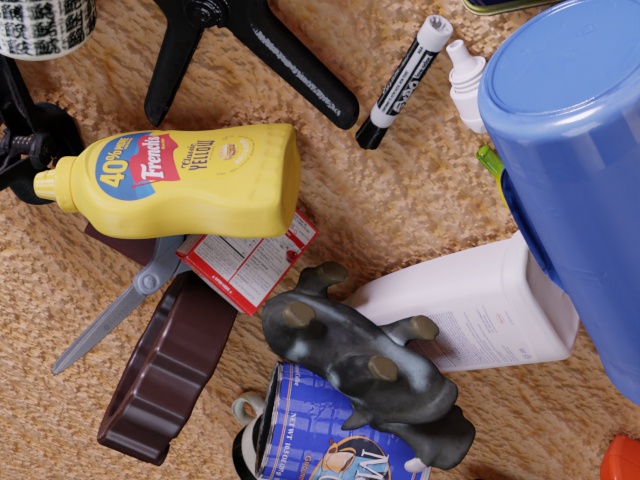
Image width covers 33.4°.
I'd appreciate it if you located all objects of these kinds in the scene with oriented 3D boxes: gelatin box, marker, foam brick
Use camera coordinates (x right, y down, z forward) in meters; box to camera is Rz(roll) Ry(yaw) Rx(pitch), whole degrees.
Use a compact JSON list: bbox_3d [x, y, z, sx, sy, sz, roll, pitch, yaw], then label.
[{"bbox_3d":[-0.055,0.001,0.820,0.073,0.089,0.030,44,167,-24],"label":"gelatin box"},{"bbox_3d":[0.053,-0.102,0.717,0.020,0.020,0.121,27,138,-6],"label":"marker"},{"bbox_3d":[-0.140,-0.018,0.862,0.078,0.051,0.053,31,137,-11],"label":"foam brick"}]

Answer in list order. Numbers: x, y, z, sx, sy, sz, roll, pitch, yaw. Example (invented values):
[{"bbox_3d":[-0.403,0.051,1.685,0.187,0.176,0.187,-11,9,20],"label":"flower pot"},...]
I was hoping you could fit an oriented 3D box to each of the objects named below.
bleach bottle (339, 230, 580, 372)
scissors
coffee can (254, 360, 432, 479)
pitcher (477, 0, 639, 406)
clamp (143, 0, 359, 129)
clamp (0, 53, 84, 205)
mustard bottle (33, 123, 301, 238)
[{"bbox_3d":[0.071,0.062,0.850,0.251,0.068,0.102,-13,124,36],"label":"bleach bottle"},{"bbox_3d":[-0.134,0.011,0.811,0.096,0.201,0.016,65,159,-12],"label":"scissors"},{"bbox_3d":[0.021,0.168,0.930,0.140,0.102,0.103,11,139,-6],"label":"coffee can"},{"bbox_3d":[0.177,-0.019,0.610,0.149,0.145,0.242,-24,128,19],"label":"pitcher"},{"bbox_3d":[-0.060,-0.152,0.698,0.165,0.036,0.210,8,136,16],"label":"clamp"},{"bbox_3d":[-0.219,-0.080,0.793,0.039,0.171,0.120,16,94,12],"label":"clamp"},{"bbox_3d":[-0.114,-0.042,0.770,0.192,0.096,0.058,-1,134,10],"label":"mustard bottle"}]
